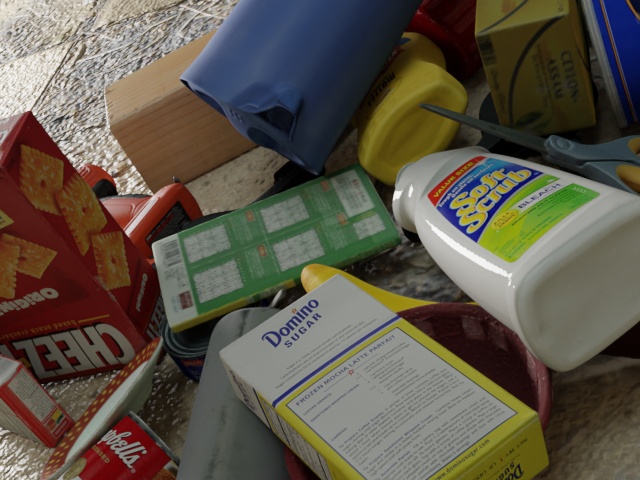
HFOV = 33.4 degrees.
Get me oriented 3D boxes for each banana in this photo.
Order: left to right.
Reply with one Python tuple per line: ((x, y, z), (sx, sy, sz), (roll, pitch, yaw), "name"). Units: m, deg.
((0.073, 0.047, 0.701), (0.198, 0.037, 0.069), (0, 47, 23), "banana")

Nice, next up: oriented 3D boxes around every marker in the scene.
((0.000, -0.088, 0.941), (0.020, 0.020, 0.121), (17, 56, 46), "marker")

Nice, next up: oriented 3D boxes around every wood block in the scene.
((-0.091, -0.140, 1.009), (0.206, 0.090, 0.091), (-27, 35, 4), "wood block")

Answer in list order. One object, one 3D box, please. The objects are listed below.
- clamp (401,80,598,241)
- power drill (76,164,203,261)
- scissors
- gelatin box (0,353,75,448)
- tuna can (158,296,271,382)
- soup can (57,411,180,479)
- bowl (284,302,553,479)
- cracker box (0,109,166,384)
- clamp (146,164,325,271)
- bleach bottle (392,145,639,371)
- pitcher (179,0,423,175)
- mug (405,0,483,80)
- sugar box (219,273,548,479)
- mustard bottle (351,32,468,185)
((0.149, -0.078, 0.811), (0.165, 0.036, 0.209), (-13, 38, 28), "clamp")
((-0.207, 0.004, 0.942), (0.188, 0.057, 0.184), (6, 49, 40), "power drill")
((0.171, -0.065, 0.712), (0.202, 0.016, 0.096), (29, 40, 13), "scissors")
((-0.239, 0.117, 0.814), (0.089, 0.073, 0.030), (9, 50, 42), "gelatin box")
((-0.075, 0.065, 0.797), (0.086, 0.033, 0.086), (-19, 37, 15), "tuna can")
((-0.137, 0.169, 0.684), (0.102, 0.068, 0.069), (-43, 38, -16), "soup can")
((0.062, 0.113, 0.622), (0.162, 0.055, 0.162), (-18, 37, 14), "bowl")
((-0.232, 0.018, 0.808), (0.164, 0.213, 0.072), (-12, 41, 23), "cracker box")
((-0.056, 0.001, 0.857), (0.171, 0.039, 0.120), (-30, 31, -3), "clamp")
((0.104, -0.008, 0.662), (0.102, 0.068, 0.251), (-36, 24, -9), "bleach bottle")
((0.004, -0.185, 0.854), (0.149, 0.144, 0.243), (33, 88, 29), "pitcher")
((0.119, -0.202, 0.919), (0.081, 0.117, 0.093), (-45, 25, -12), "mug")
((0.028, 0.090, 0.580), (0.093, 0.048, 0.176), (-32, 35, -18), "sugar box")
((0.065, -0.124, 0.892), (0.096, 0.058, 0.191), (-50, 21, 19), "mustard bottle")
